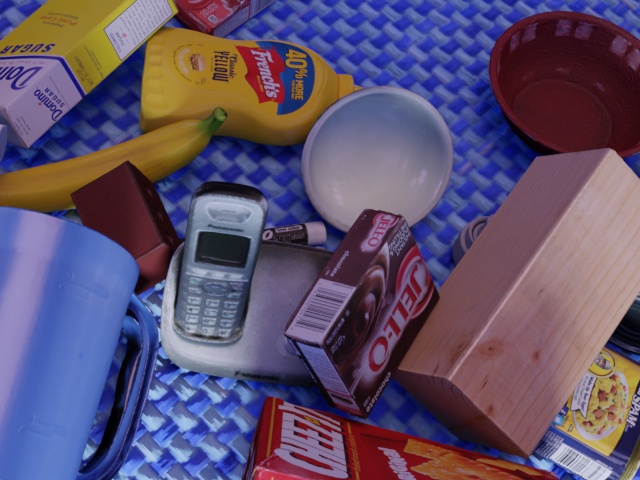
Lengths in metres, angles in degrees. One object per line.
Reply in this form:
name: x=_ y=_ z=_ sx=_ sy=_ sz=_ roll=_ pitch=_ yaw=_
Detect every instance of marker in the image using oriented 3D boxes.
marker: x=-0.055 y=0.001 z=0.830 sx=0.121 sy=0.020 sz=0.020 roll=-7 pitch=63 yaw=-15

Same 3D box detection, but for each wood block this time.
wood block: x=0.153 y=0.041 z=0.765 sx=0.090 sy=0.091 sz=0.206 roll=44 pitch=72 yaw=-19

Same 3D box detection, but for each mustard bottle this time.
mustard bottle: x=-0.050 y=-0.123 z=0.879 sx=0.191 sy=0.058 sz=0.096 roll=5 pitch=54 yaw=-9

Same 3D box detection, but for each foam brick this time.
foam brick: x=-0.141 y=-0.008 z=0.791 sx=0.051 sy=0.053 sz=0.078 roll=-29 pitch=68 yaw=3

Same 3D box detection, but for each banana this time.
banana: x=-0.166 y=-0.057 z=0.814 sx=0.197 sy=0.069 sz=0.037 roll=-21 pitch=66 yaw=-10

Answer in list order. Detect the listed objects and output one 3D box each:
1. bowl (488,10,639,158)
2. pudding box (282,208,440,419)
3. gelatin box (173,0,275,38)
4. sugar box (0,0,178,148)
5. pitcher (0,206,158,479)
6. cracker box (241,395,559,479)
bowl: x=0.219 y=-0.122 z=0.929 sx=0.162 sy=0.055 sz=0.162 roll=3 pitch=58 yaw=-6
pudding box: x=0.031 y=0.049 z=0.721 sx=0.039 sy=0.090 sz=0.113 roll=15 pitch=58 yaw=38
gelatin box: x=-0.092 y=-0.222 z=0.943 sx=0.073 sy=0.030 sz=0.089 roll=42 pitch=61 yaw=13
sugar box: x=-0.205 y=-0.150 z=0.844 sx=0.093 sy=0.048 sz=0.176 roll=17 pitch=53 yaw=39
pitcher: x=-0.197 y=0.113 z=0.678 sx=0.149 sy=0.145 sz=0.243 roll=9 pitch=67 yaw=0
cracker box: x=0.057 y=0.170 z=0.668 sx=0.213 sy=0.164 sz=0.072 roll=16 pitch=95 yaw=-2
